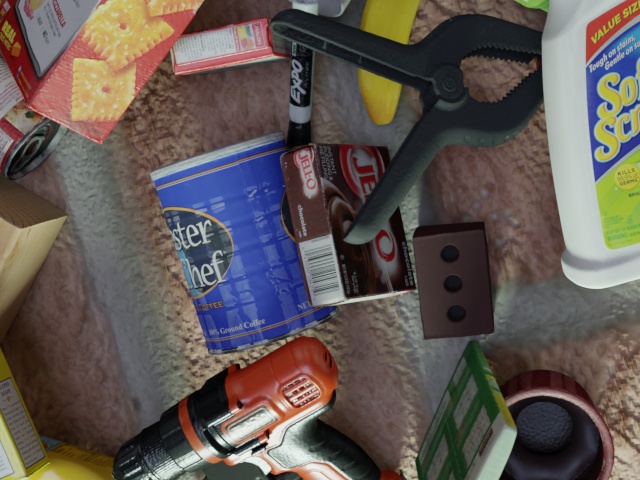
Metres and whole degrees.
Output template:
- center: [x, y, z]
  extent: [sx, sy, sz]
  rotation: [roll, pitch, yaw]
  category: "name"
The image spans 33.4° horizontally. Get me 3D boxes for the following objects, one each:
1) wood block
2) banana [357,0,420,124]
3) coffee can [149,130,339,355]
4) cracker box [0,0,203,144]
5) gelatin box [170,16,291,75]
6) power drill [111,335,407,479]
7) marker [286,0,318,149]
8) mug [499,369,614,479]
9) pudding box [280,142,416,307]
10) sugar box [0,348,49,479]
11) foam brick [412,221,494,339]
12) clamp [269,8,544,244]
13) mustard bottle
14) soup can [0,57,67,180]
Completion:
- center: [-0.298, 0.050, 0.842]
  extent: [0.090, 0.090, 0.206]
  rotation: [31, 102, 5]
  category: "wood block"
- center: [0.072, -0.181, 0.769]
  extent: [0.069, 0.037, 0.198]
  rotation: [35, 102, 6]
  category: "banana"
- center: [-0.055, 0.001, 0.784]
  extent: [0.103, 0.102, 0.140]
  rotation: [-16, 94, 12]
  category: "coffee can"
- center: [-0.139, -0.199, 0.749]
  extent: [0.214, 0.072, 0.164]
  rotation: [-51, 43, 12]
  category: "cracker box"
- center: [-0.062, -0.141, 0.773]
  extent: [0.073, 0.089, 0.030]
  rotation: [-9, 98, 11]
  category: "gelatin box"
- center: [-0.033, 0.172, 0.785]
  extent: [0.185, 0.057, 0.187]
  rotation: [-31, 121, 16]
  category: "power drill"
- center: [-0.013, -0.118, 0.781]
  extent: [0.020, 0.020, 0.121]
  rotation: [9, 123, 9]
  category: "marker"
- center: [0.170, 0.149, 0.772]
  extent: [0.117, 0.081, 0.093]
  rotation: [42, 102, 3]
  category: "mug"
- center: [0.021, -0.012, 0.763]
  extent: [0.039, 0.089, 0.113]
  rotation: [-13, 85, 39]
  category: "pudding box"
- center: [-0.276, 0.101, 0.774]
  extent: [0.093, 0.048, 0.176]
  rotation: [-22, 88, 12]
  category: "sugar box"
- center: [0.099, 0.028, 0.784]
  extent: [0.053, 0.051, 0.078]
  rotation: [-7, 96, 11]
  category: "foam brick"
- center: [0.081, -0.092, 0.734]
  extent: [0.209, 0.036, 0.164]
  rotation: [-11, 86, -15]
  category: "clamp"
- center: [-0.214, 0.183, 0.840]
  extent: [0.192, 0.096, 0.058]
  rotation: [17, 89, 8]
  category: "mustard bottle"
- center: [-0.255, -0.104, 0.825]
  extent: [0.102, 0.068, 0.068]
  rotation: [41, 102, 3]
  category: "soup can"
